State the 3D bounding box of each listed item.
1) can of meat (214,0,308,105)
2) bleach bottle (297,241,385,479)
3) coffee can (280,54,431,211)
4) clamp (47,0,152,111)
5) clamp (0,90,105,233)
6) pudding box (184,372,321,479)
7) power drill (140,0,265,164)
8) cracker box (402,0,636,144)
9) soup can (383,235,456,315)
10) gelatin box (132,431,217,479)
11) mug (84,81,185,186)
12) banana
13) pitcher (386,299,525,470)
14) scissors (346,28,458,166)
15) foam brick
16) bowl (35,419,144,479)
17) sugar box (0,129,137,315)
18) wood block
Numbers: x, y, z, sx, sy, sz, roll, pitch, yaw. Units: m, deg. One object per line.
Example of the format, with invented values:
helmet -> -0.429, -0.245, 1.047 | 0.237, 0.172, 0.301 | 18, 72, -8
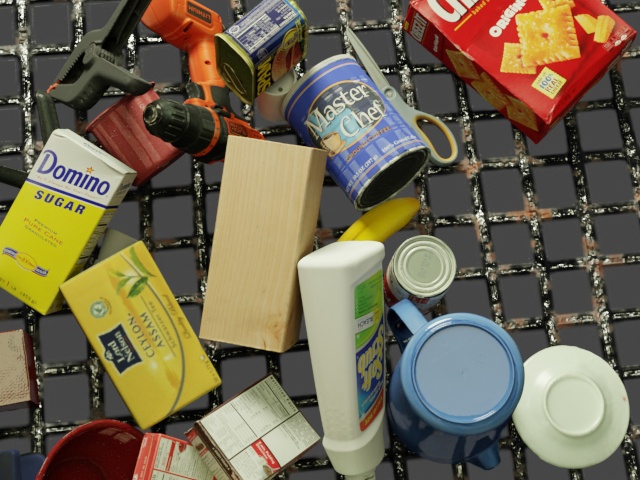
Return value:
can of meat -> -0.060, -0.200, 1.108 | 0.084, 0.102, 0.057 | -42, 79, -15
bleach bottle -> 0.033, 0.133, 1.087 | 0.068, 0.102, 0.251 | 0, 103, 29
coffee can -> 0.038, -0.117, 1.162 | 0.102, 0.103, 0.140 | -34, 72, -12
clamp -> -0.227, -0.204, 1.138 | 0.036, 0.210, 0.164 | 24, 65, -34
clamp -> -0.306, -0.065, 1.168 | 0.120, 0.039, 0.171 | -35, 84, 6
pudding box -> -0.067, 0.199, 1.086 | 0.113, 0.039, 0.090 | -28, 74, -43
power drill -> -0.141, -0.173, 1.150 | 0.057, 0.184, 0.188 | -25, 70, 24
cracker box -> 0.229, -0.243, 1.232 | 0.214, 0.072, 0.164 | 43, 76, 9
soup can -> 0.103, 0.039, 1.130 | 0.068, 0.102, 0.068 | 1, 75, -3
gelatin box -> -0.146, 0.239, 1.074 | 0.089, 0.030, 0.073 | 26, 69, -39
mug -> -0.203, -0.106, 1.164 | 0.117, 0.093, 0.081 | -34, 95, 25
banana -> 0.039, 0.018, 1.156 | 0.037, 0.069, 0.197 | 27, 74, 32
pitcher -> 0.123, 0.134, 1.032 | 0.149, 0.243, 0.145 | 13, 76, 7
scissors -> 0.070, -0.149, 1.226 | 0.202, 0.016, 0.096 | 44, 77, 9
foam brick -> -0.324, 0.136, 1.106 | 0.053, 0.051, 0.078 | -8, 75, -6
bowl -> -0.227, 0.258, 1.050 | 0.161, 0.055, 0.162 | 11, 74, -45
sugar box -> -0.278, -0.020, 1.123 | 0.093, 0.048, 0.176 | 31, 100, 6
wood block -> -0.057, 0.001, 1.099 | 0.091, 0.090, 0.206 | 9, 95, 9
